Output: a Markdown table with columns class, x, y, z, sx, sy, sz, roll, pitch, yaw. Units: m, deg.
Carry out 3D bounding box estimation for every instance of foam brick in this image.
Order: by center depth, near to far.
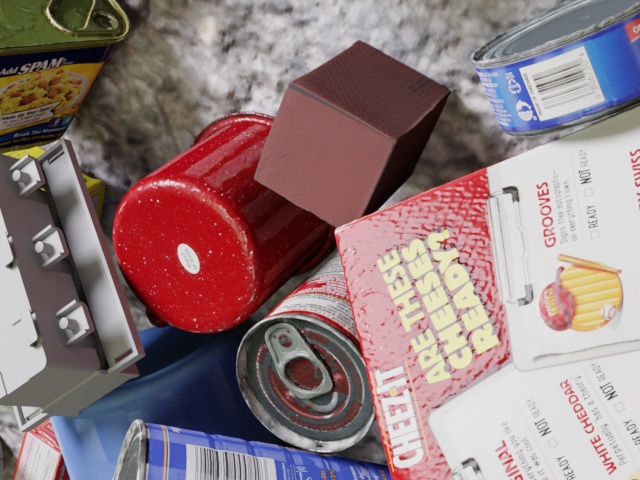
| class | x | y | z | sx | sy | sz | roll | pitch | yaw |
| --- | --- | --- | --- | --- | --- | --- | --- | --- | --- |
| foam brick | 0.015 | -0.047 | 0.474 | 0.053 | 0.078 | 0.051 | 31 | 122 | 10 |

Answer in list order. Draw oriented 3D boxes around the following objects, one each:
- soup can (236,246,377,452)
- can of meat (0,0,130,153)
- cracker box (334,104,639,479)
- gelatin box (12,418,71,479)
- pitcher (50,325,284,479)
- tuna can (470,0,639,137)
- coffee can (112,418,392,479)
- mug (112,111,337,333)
| class | x | y | z | sx | sy | sz | roll | pitch | yaw |
| --- | --- | --- | --- | --- | --- | --- | --- | --- | --- |
| soup can | 0.014 | 0.043 | 0.502 | 0.069 | 0.102 | 0.068 | 11 | 118 | 22 |
| can of meat | -0.157 | -0.088 | 0.528 | 0.057 | 0.101 | 0.084 | 53 | 130 | 16 |
| cracker box | 0.127 | 0.038 | 0.392 | 0.214 | 0.072 | 0.164 | -23 | 64 | 22 |
| gelatin box | -0.152 | 0.131 | 0.648 | 0.030 | 0.073 | 0.089 | 30 | 124 | 12 |
| pitcher | -0.071 | 0.176 | 0.589 | 0.145 | 0.149 | 0.243 | -10 | 105 | 30 |
| tuna can | 0.104 | -0.072 | 0.411 | 0.086 | 0.086 | 0.034 | -17 | 106 | 32 |
| coffee can | -0.024 | 0.143 | 0.481 | 0.140 | 0.103 | 0.103 | 13 | 124 | -14 |
| mug | -0.053 | 0.001 | 0.529 | 0.093 | 0.081 | 0.117 | 42 | 125 | 3 |
